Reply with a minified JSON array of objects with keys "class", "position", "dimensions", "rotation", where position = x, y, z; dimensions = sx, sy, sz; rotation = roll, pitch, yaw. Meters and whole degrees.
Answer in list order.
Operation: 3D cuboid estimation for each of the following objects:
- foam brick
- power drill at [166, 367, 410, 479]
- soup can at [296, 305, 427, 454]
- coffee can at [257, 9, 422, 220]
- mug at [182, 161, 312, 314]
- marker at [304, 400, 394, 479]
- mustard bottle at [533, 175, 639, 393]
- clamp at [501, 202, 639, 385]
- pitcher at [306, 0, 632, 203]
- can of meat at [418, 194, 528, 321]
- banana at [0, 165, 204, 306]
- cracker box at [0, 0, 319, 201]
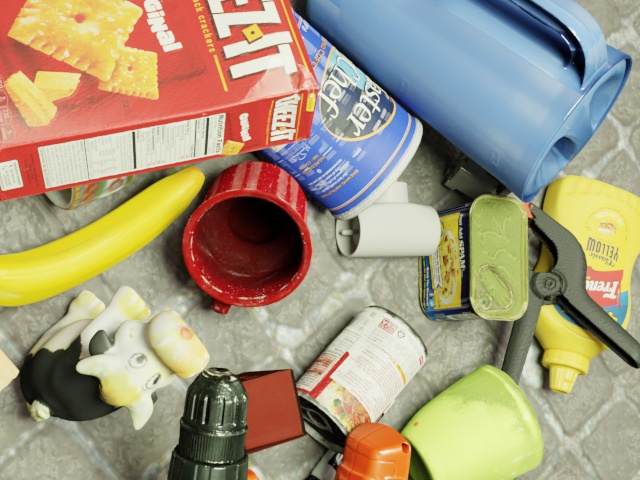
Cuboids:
[{"class":"foam brick","position":[-0.054,0.126,0.793],"dimensions":[0.052,0.078,0.051],"rotation":[-12,88,-30]},{"class":"power drill","position":[-0.024,0.171,0.730],"dimensions":[0.187,0.057,0.184],"rotation":[1,102,-39]},{"class":"soup can","position":[0.029,0.109,0.844],"dimensions":[0.068,0.069,0.102],"rotation":[50,64,-13]},{"class":"coffee can","position":[-0.005,-0.098,0.833],"dimensions":[0.140,0.103,0.102],"rotation":[39,68,-17]},{"class":"mug","position":[-0.055,0.001,0.799],"dimensions":[0.093,0.081,0.117],"rotation":[19,113,-6]},{"class":"marker","position":[0.017,0.168,0.857],"dimensions":[0.020,0.020,0.121],"rotation":[48,65,-14]},{"class":"mustard bottle","position":[0.235,0.044,0.963],"dimensions":[0.096,0.058,0.191],"rotation":[19,75,-15]},{"class":"clamp","position":[0.205,0.046,0.912],"dimensions":[0.120,0.039,0.171],"rotation":[-3,71,-2]},{"class":"pitcher","position":[0.110,-0.155,0.829],"dimensions":[0.243,0.149,0.144],"rotation":[39,23,17]},{"class":"can of meat","position":[0.126,0.018,0.896],"dimensions":[0.057,0.084,0.102],"rotation":[5,81,-27]},{"class":"banana","position":[-0.167,0.003,0.759],"dimensions":[0.197,0.070,0.037],"rotation":[-27,74,-36]},{"class":"cracker box","position":[-0.126,-0.131,0.709],"dimensions":[0.213,0.072,0.164],"rotation":[-13,67,-13]}]
